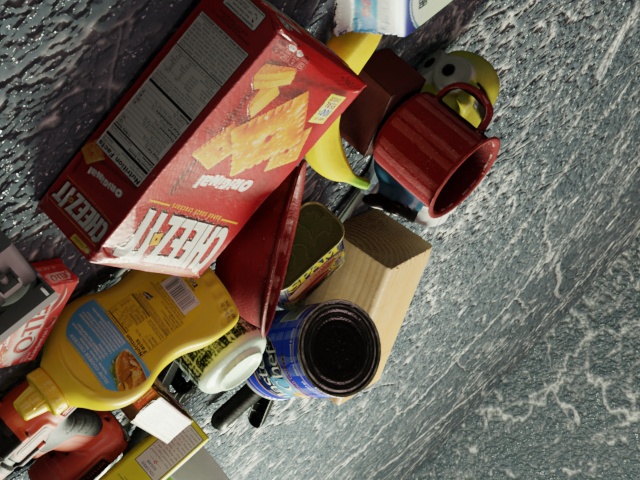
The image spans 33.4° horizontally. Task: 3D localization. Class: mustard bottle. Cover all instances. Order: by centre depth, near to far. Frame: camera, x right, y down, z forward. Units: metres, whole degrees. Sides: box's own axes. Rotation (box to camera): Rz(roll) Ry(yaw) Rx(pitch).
[{"bbox_3d":[-0.167,0.083,0.880,0.191,0.096,0.058,-36,178,-23],"label":"mustard bottle"}]

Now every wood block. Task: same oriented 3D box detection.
[{"bbox_3d":[0.043,0.078,1.252,0.090,0.090,0.206,-24,141,-47],"label":"wood block"}]

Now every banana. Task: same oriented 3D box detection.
[{"bbox_3d":[0.014,-0.118,0.920,0.069,0.037,0.198,-10,140,-12],"label":"banana"}]

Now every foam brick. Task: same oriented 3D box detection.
[{"bbox_3d":[0.051,-0.127,0.977,0.052,0.051,0.078,-29,153,-40],"label":"foam brick"}]

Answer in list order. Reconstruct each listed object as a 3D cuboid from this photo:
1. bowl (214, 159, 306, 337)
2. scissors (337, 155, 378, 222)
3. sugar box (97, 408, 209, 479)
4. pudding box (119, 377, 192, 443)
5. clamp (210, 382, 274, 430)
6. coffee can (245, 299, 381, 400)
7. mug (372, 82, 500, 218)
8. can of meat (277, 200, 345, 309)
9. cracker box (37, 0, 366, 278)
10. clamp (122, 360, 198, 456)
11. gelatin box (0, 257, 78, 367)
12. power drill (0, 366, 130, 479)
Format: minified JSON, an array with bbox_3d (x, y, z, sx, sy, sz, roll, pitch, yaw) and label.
[{"bbox_3d":[-0.056,0.001,0.944,0.162,0.055,0.162,16,87,-88],"label":"bowl"},{"bbox_3d":[0.050,-0.071,1.132,0.202,0.016,0.096,-47,158,2],"label":"scissors"},{"bbox_3d":[-0.197,0.243,1.055,0.176,0.048,0.093,-37,177,-26],"label":"sugar box"},{"bbox_3d":[-0.170,0.135,0.984,0.039,0.090,0.113,-43,159,-6],"label":"pudding box"},{"bbox_3d":[-0.068,0.174,1.336,0.171,0.039,0.120,-58,162,15],"label":"clamp"},{"bbox_3d":[-0.014,0.121,1.162,0.102,0.103,0.141,-34,-171,-30],"label":"coffee can"},{"bbox_3d":[0.108,-0.090,0.963,0.093,0.081,0.117,-14,142,-57],"label":"mug"},{"bbox_3d":[-0.022,0.019,1.106,0.102,0.057,0.084,-42,162,-9],"label":"can of meat"},{"bbox_3d":[-0.080,-0.073,0.792,0.214,0.072,0.164,-49,159,10],"label":"cracker box"},{"bbox_3d":[-0.143,0.149,1.140,0.164,0.036,0.210,-36,157,-29],"label":"clamp"},{"bbox_3d":[-0.232,0.058,0.802,0.089,0.030,0.073,-55,158,24],"label":"gelatin box"},{"bbox_3d":[-0.262,0.195,0.964,0.184,0.057,0.187,-42,160,-6],"label":"power drill"}]
